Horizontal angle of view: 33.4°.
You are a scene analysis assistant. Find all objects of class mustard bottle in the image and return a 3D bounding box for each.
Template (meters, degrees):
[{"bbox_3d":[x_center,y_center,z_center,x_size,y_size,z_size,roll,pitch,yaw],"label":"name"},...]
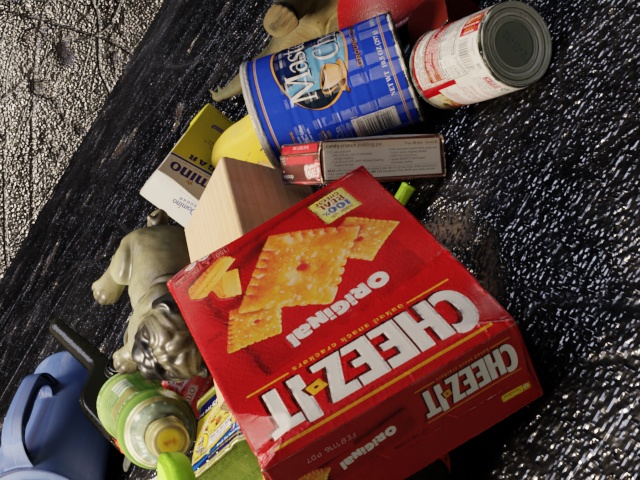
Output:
[{"bbox_3d":[-0.027,-0.128,1.128,0.192,0.096,0.058,-46,24,32],"label":"mustard bottle"}]

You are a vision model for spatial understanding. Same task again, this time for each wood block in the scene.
[{"bbox_3d":[-0.042,0.036,0.872,0.091,0.090,0.206,-58,33,32],"label":"wood block"}]

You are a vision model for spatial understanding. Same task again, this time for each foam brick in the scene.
[{"bbox_3d":[0.112,-0.181,0.940,0.051,0.053,0.078,-47,24,31],"label":"foam brick"}]

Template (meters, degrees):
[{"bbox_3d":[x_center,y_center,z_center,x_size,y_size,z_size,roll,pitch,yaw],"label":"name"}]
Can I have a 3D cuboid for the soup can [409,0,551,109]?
[{"bbox_3d":[0.125,-0.145,0.842,0.102,0.068,0.068,-6,56,64],"label":"soup can"}]

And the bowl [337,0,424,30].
[{"bbox_3d":[0.073,-0.252,1.045,0.162,0.055,0.162,-33,16,11],"label":"bowl"}]

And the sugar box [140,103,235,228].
[{"bbox_3d":[-0.126,-0.079,1.192,0.048,0.093,0.176,-47,11,29],"label":"sugar box"}]

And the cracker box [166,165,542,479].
[{"bbox_3d":[0.010,0.056,0.669,0.164,0.072,0.214,-30,35,-6],"label":"cracker box"}]

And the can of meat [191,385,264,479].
[{"bbox_3d":[-0.064,0.158,0.884,0.102,0.057,0.084,-44,27,34],"label":"can of meat"}]

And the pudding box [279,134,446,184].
[{"bbox_3d":[0.034,-0.066,0.885,0.090,0.113,0.039,-171,75,-68],"label":"pudding box"}]

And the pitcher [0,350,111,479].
[{"bbox_3d":[-0.306,0.229,1.233,0.149,0.145,0.243,-53,18,25],"label":"pitcher"}]

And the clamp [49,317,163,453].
[{"bbox_3d":[-0.238,0.150,1.220,0.210,0.164,0.036,-94,-3,-45],"label":"clamp"}]

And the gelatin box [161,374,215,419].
[{"bbox_3d":[-0.132,0.138,1.105,0.073,0.030,0.089,-63,20,-6],"label":"gelatin box"}]

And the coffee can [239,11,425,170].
[{"bbox_3d":[0.011,-0.132,0.951,0.140,0.103,0.103,-18,32,9],"label":"coffee can"}]
